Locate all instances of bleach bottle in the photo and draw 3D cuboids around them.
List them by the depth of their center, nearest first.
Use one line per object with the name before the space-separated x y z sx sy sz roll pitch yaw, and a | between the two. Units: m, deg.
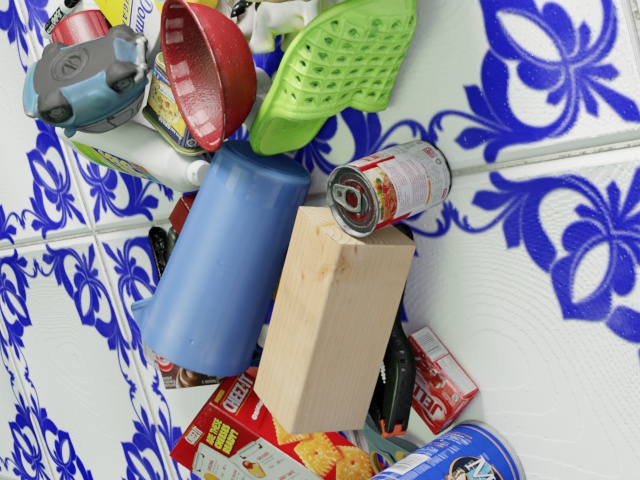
bleach bottle | -0.225 -0.114 1.341 0.251 0.068 0.102 21 165 43

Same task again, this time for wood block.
wood block | 0.010 0.079 1.056 0.090 0.090 0.206 43 124 52

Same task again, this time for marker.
marker | -0.356 -0.310 1.463 0.121 0.020 0.020 -28 85 53

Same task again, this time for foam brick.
foam brick | -0.141 -0.017 1.316 0.078 0.052 0.051 57 142 16

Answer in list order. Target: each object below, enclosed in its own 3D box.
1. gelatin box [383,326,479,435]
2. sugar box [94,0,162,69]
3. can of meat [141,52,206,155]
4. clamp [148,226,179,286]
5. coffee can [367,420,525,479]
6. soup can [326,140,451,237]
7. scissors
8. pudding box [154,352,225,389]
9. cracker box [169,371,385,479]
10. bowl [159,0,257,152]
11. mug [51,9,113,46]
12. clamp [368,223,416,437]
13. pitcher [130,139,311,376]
gelatin box | 0.113 0.145 1.099 0.089 0.030 0.073 51 140 22
sugar box | -0.231 -0.301 1.291 0.176 0.048 0.093 54 141 20
can of meat | -0.161 -0.165 1.263 0.102 0.057 0.084 45 136 28
clamp | -0.191 0.056 1.390 0.120 0.039 0.171 151 109 -70
coffee can | 0.119 0.253 1.054 0.103 0.140 0.103 27 127 41
soup can | 0.065 -0.050 1.000 0.069 0.102 0.068 27 127 41
scissors | 0.063 0.202 1.166 0.096 0.016 0.201 -9 115 44
pudding box | -0.161 0.134 1.323 0.114 0.039 0.090 -13 95 43
cracker box | -0.054 0.260 1.265 0.213 0.072 0.164 35 139 -2
bowl | -0.108 -0.174 1.083 0.162 0.055 0.162 49 149 44
mug | -0.283 -0.246 1.358 0.117 0.093 0.081 -30 78 26
clamp | 0.053 0.098 1.110 0.165 0.036 0.210 -17 77 58
pitcher | -0.090 0.022 1.175 0.145 0.148 0.243 37 112 40
